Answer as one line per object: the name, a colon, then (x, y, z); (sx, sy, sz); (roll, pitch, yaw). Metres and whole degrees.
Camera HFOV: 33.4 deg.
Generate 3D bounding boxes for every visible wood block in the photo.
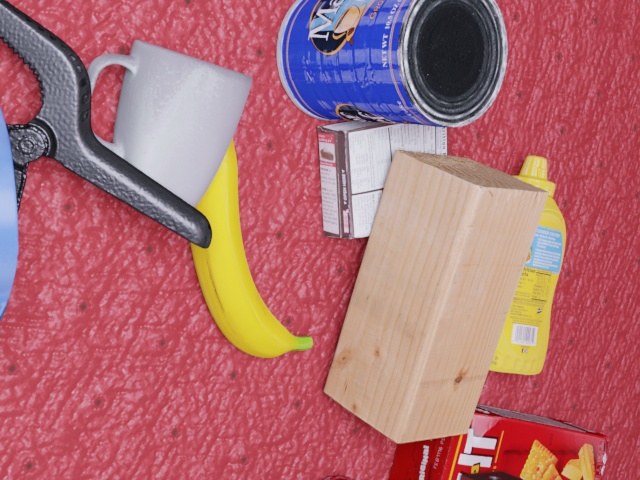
wood block: (0.088, 0.043, 0.832); (0.090, 0.090, 0.206); (2, 110, -44)

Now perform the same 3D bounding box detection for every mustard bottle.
mustard bottle: (0.174, 0.020, 0.948); (0.096, 0.058, 0.191); (11, 91, -37)

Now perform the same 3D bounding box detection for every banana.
banana: (-0.063, 0.013, 0.781); (0.069, 0.037, 0.198); (-45, 125, -46)

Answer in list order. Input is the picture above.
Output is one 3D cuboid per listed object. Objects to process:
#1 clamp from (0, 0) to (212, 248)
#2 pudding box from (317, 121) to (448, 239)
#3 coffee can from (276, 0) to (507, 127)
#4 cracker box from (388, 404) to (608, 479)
clamp: (-0.166, -0.059, 0.656); (0.164, 0.036, 0.210); (-15, 103, -4)
pudding box: (0.053, -0.054, 0.856); (0.113, 0.039, 0.090); (-14, 106, -37)
coffee can: (0.049, -0.136, 0.774); (0.102, 0.141, 0.103); (-7, 101, -37)
cracker box: (0.158, 0.236, 0.962); (0.213, 0.072, 0.164); (16, 87, -38)
